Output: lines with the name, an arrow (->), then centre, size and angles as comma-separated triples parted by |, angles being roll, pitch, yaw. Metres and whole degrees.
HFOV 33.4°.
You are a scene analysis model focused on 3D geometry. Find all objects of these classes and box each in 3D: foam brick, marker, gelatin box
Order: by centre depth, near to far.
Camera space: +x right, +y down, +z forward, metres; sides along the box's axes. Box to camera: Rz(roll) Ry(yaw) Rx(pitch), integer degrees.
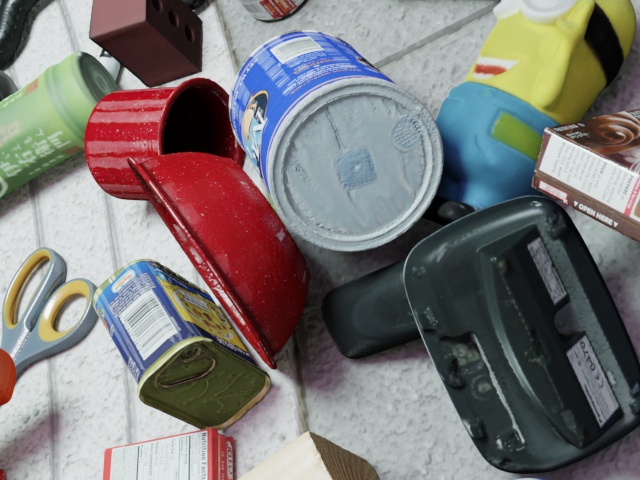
gelatin box -> -0.099, 0.166, 0.691 | 0.089, 0.030, 0.073 | -15, 61, 22
foam brick -> -0.134, -0.165, 0.828 | 0.051, 0.078, 0.053 | -13, 63, 24
marker -> -0.162, -0.188, 0.888 | 0.020, 0.020, 0.121 | 6, 71, 30

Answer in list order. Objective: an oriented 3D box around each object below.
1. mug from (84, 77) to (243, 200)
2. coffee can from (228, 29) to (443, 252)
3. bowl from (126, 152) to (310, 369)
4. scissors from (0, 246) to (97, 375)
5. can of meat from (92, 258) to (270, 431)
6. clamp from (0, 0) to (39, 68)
mug -> -0.109, -0.076, 0.777 | 0.082, 0.093, 0.117 | 3, 39, 34
coffee can -> 0.005, -0.066, 0.661 | 0.103, 0.102, 0.140 | -43, 26, 5
bowl -> -0.054, 0.001, 0.672 | 0.055, 0.162, 0.162 | -35, 55, -8
scissors -> -0.224, 0.101, 0.794 | 0.096, 0.016, 0.201 | 6, 72, 30
can of meat -> -0.091, 0.066, 0.688 | 0.057, 0.102, 0.084 | -42, 54, 6
clamp -> -0.278, -0.209, 0.948 | 0.120, 0.039, 0.171 | 14, 82, 37
